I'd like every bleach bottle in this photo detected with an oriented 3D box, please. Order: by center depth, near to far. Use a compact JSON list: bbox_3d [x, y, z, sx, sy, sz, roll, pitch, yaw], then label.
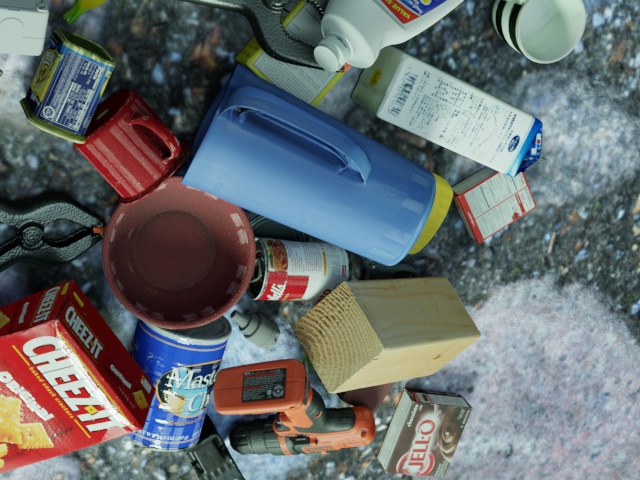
[{"bbox_3d":[0.083,-0.243,1.062,0.250,0.068,0.102,-47,115,-30],"label":"bleach bottle"}]

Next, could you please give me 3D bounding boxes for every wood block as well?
[{"bbox_3d":[0.079,0.103,1.201,0.091,0.090,0.205,-43,156,29],"label":"wood block"}]

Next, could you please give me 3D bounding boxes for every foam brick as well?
[{"bbox_3d":[0.044,0.162,1.288,0.053,0.078,0.051,28,102,-30],"label":"foam brick"}]

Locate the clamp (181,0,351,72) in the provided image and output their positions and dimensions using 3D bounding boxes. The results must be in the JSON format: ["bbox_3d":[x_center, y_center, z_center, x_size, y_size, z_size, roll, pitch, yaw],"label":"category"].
[{"bbox_3d":[-0.054,-0.238,1.055,0.164,0.036,0.210,-38,98,1],"label":"clamp"}]

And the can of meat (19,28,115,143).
[{"bbox_3d":[-0.241,-0.150,1.018,0.057,0.102,0.084,21,102,-28],"label":"can of meat"}]

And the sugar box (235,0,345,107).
[{"bbox_3d":[0.004,-0.224,1.116,0.176,0.048,0.093,-49,120,0],"label":"sugar box"}]

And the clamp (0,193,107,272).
[{"bbox_3d":[-0.304,-0.017,1.089,0.171,0.039,0.120,-15,122,-22],"label":"clamp"}]

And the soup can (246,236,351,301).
[{"bbox_3d":[-0.025,0.032,1.164,0.102,0.069,0.068,3,112,-24],"label":"soup can"}]

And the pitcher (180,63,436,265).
[{"bbox_3d":[-0.007,-0.072,1.073,0.242,0.149,0.145,25,114,-8],"label":"pitcher"}]

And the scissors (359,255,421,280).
[{"bbox_3d":[0.048,0.039,1.238,0.096,0.016,0.201,-45,139,13],"label":"scissors"}]

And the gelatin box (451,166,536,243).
[{"bbox_3d":[0.208,-0.051,1.285,0.089,0.030,0.073,-32,120,-6],"label":"gelatin box"}]

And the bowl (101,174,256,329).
[{"bbox_3d":[-0.152,0.011,1.136,0.162,0.055,0.162,-1,93,-14],"label":"bowl"}]

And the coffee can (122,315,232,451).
[{"bbox_3d":[-0.166,0.146,1.181,0.102,0.103,0.140,9,109,-25],"label":"coffee can"}]

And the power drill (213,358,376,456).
[{"bbox_3d":[-0.048,0.196,1.212,0.185,0.057,0.187,-11,151,18],"label":"power drill"}]

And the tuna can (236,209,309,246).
[{"bbox_3d":[-0.058,0.001,1.199,0.086,0.034,0.086,-9,116,-18],"label":"tuna can"}]

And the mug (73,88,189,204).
[{"bbox_3d":[-0.185,-0.097,1.059,0.081,0.117,0.093,49,59,-27],"label":"mug"}]

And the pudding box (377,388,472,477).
[{"bbox_3d":[0.135,0.251,1.387,0.089,0.039,0.113,9,109,-25],"label":"pudding box"}]

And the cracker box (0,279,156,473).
[{"bbox_3d":[-0.305,0.149,1.097,0.214,0.072,0.164,-19,122,19],"label":"cracker box"}]
